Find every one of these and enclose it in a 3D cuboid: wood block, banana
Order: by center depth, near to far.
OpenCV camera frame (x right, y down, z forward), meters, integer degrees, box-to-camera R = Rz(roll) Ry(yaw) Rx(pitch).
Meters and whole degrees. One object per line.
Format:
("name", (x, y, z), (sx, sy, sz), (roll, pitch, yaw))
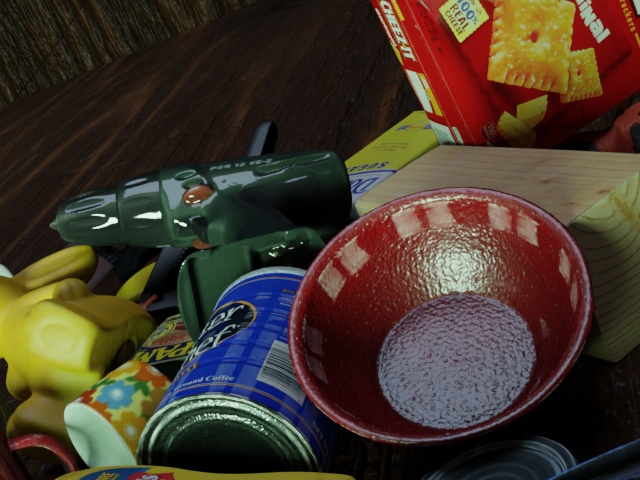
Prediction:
("wood block", (0.126, -0.001, 0.683), (0.090, 0.091, 0.206), (-33, 21, -24))
("banana", (-0.115, 0.041, 0.945), (0.198, 0.037, 0.069), (-12, 51, 38))

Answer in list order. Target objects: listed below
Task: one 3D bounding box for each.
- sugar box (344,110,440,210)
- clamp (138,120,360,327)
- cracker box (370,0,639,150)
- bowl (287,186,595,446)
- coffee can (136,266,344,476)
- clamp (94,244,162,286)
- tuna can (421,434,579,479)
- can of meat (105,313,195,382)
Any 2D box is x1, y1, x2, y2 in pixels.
("sugar box", (0.063, -0.061, 0.974), (0.176, 0.048, 0.094), (-35, 22, -29))
("clamp", (-0.056, 0.001, 0.874), (0.165, 0.036, 0.209), (32, 67, 33))
("cracker box", (0.163, -0.164, 0.774), (0.213, 0.164, 0.072), (-33, 24, -10))
("bowl", (0.066, 0.049, 0.570), (0.162, 0.055, 0.162), (-12, 49, 13))
("coffee can", (-0.033, 0.092, 0.614), (0.103, 0.103, 0.140), (-17, 21, 20))
("clamp", (-0.215, 0.027, 1.084), (0.120, 0.039, 0.171), (-15, 22, 36))
("tuna can", (0.083, 0.128, 0.490), (0.086, 0.034, 0.086), (-22, 20, 8))
("can of meat", (-0.087, 0.089, 0.755), (0.102, 0.057, 0.083), (-14, 20, 28))
